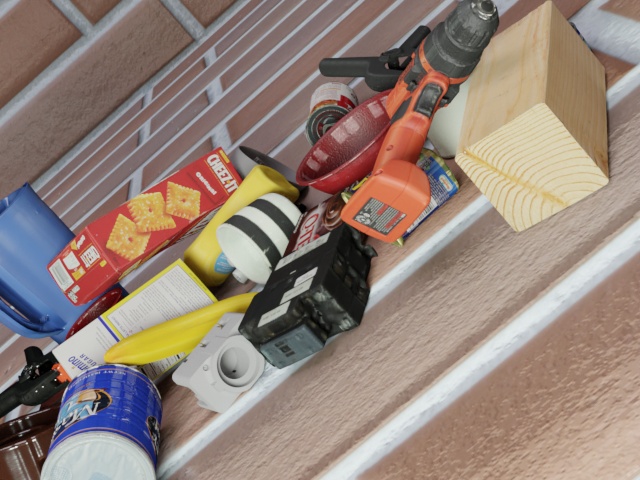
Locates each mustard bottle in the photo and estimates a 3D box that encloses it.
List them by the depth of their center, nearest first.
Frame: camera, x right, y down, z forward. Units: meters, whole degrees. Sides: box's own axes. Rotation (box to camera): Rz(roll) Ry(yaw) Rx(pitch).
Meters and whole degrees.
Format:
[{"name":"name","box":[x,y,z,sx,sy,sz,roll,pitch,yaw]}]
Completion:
[{"name":"mustard bottle","box":[-0.110,-0.003,1.288,0.192,0.058,0.096,-49,-13,11]}]

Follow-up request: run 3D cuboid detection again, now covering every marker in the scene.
[{"name":"marker","box":[-0.058,0.002,1.271,0.121,0.020,0.020,-48,20,-16]}]

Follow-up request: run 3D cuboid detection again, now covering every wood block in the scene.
[{"name":"wood block","box":[0.186,-0.112,0.924,0.090,0.090,0.206,-32,22,30]}]

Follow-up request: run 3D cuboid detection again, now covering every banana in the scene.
[{"name":"banana","box":[-0.130,0.089,1.116,0.197,0.037,0.069,-21,-15,-8]}]

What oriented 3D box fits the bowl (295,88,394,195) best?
[{"name":"bowl","box":[0.049,-0.102,1.224,0.162,0.055,0.162,-37,20,15]}]

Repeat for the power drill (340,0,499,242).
[{"name":"power drill","box":[0.088,-0.103,0.931,0.187,0.057,0.185,-66,6,-28]}]

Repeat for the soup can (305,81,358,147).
[{"name":"soup can","box":[0.016,-0.161,1.399,0.069,0.068,0.102,-36,19,18]}]

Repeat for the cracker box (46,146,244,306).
[{"name":"cracker box","box":[-0.212,-0.014,1.309,0.213,0.072,0.164,-35,1,-35]}]

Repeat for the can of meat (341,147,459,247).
[{"name":"can of meat","box":[0.079,-0.047,1.049,0.084,0.057,0.102,-42,19,-6]}]

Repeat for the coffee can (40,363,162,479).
[{"name":"coffee can","box":[-0.205,0.194,1.020,0.103,0.102,0.140,-39,19,9]}]

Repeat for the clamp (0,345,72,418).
[{"name":"clamp","box":[-0.351,0.175,1.284,0.172,0.039,0.120,-12,43,55]}]

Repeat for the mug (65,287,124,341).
[{"name":"mug","box":[-0.253,0.125,1.294,0.093,0.081,0.117,-29,23,34]}]

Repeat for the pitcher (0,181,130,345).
[{"name":"pitcher","box":[-0.351,0.058,1.385,0.149,0.242,0.145,-46,19,-10]}]

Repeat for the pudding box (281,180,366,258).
[{"name":"pudding box","box":[0.005,-0.001,1.119,0.090,0.039,0.113,-29,23,35]}]

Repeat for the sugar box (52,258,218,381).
[{"name":"sugar box","box":[-0.197,0.106,1.179,0.176,0.048,0.093,-38,52,-12]}]

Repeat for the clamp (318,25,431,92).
[{"name":"clamp","box":[0.104,-0.235,1.401,0.164,0.036,0.210,-24,26,-11]}]
